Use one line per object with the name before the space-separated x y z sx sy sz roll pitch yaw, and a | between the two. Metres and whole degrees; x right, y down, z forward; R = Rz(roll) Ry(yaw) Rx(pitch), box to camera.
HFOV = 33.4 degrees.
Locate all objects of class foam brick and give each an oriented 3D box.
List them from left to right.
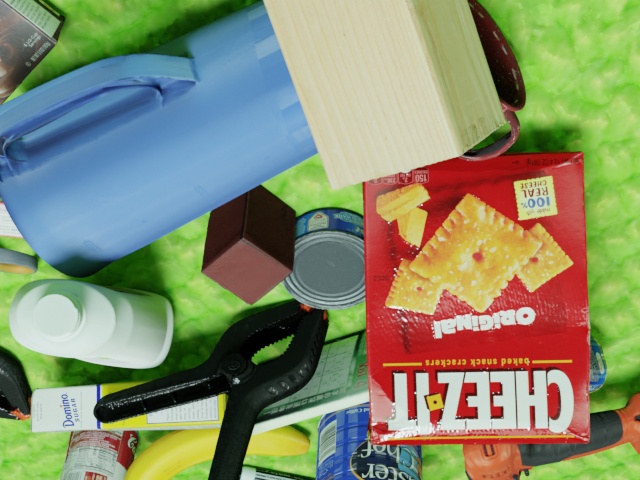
foam brick | -0.056 0.001 0.842 0.053 0.078 0.051 37 121 -25

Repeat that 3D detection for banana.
banana | -0.108 0.205 1.013 0.197 0.037 0.069 -21 95 -17

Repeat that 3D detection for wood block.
wood block | 0.027 -0.147 0.640 0.091 0.090 0.206 -14 102 33

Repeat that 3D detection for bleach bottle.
bleach bottle | -0.171 0.062 0.810 0.102 0.068 0.251 7 174 -3

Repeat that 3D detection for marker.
marker | -0.050 0.244 1.086 0.121 0.020 0.020 13 130 -8

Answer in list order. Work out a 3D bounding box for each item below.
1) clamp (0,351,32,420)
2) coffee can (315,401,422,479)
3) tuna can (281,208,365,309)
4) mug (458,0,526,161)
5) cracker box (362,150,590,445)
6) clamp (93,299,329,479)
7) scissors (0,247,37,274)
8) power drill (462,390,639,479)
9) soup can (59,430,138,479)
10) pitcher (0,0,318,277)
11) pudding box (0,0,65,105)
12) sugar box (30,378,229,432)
clamp | -0.344 0.119 0.984 0.120 0.039 0.171 -23 125 23
coffee can | 0.045 0.231 0.989 0.103 0.140 0.103 2 130 2
tuna can | 0.009 0.015 0.879 0.086 0.033 0.086 2 130 2
mug | 0.089 -0.103 0.737 0.082 0.093 0.117 -29 116 30
cracker box | 0.114 0.042 0.799 0.164 0.072 0.214 -1 91 4
clamp | -0.064 0.123 0.881 0.209 0.165 0.036 -35 134 -21
scissors | -0.307 0.006 0.835 0.096 0.016 0.201 -4 168 28
power drill | 0.224 0.191 0.976 0.188 0.057 0.184 -16 158 6
soup can | -0.216 0.225 1.025 0.068 0.102 0.068 2 130 2
pitcher | -0.102 -0.080 0.740 0.243 0.149 0.145 -24 109 18
pudding box | -0.249 -0.143 0.756 0.090 0.039 0.114 37 123 -25
sugar box | -0.163 0.150 0.969 0.176 0.048 0.093 -1 170 6
